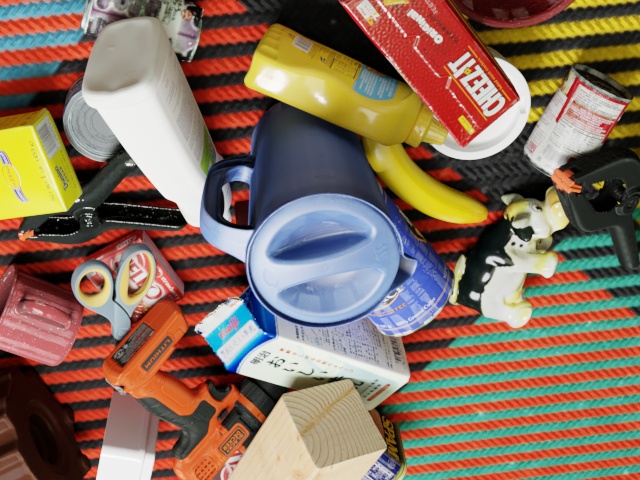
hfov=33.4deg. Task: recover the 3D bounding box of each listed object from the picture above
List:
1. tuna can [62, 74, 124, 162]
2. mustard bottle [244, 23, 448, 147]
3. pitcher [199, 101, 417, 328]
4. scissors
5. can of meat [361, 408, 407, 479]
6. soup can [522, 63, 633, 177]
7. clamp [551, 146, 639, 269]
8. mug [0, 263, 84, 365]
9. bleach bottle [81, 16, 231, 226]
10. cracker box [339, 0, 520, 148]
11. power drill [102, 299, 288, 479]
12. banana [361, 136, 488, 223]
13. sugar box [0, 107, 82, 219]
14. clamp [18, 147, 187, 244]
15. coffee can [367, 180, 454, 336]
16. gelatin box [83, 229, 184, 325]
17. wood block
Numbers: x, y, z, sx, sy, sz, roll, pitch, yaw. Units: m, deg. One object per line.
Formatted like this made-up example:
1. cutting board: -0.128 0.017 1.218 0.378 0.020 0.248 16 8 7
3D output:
1. tuna can: -0.206 -0.120 1.035 0.086 0.034 0.086 -3 121 -5
2. mustard bottle: 0.029 -0.135 0.991 0.191 0.096 0.058 24 116 -2
3. pitcher: -0.017 -0.042 0.981 0.145 0.243 0.149 -30 119 11
4. scissors: -0.226 0.088 1.118 0.096 0.016 0.202 1 123 -34
5. can of meat: 0.048 0.231 1.237 0.057 0.102 0.084 -41 115 18
6. soup can: 0.256 -0.116 1.069 0.068 0.068 0.102 19 117 -17
7. clamp: 0.307 -0.038 1.098 0.209 0.036 0.165 1 123 -37
8. mug: -0.294 0.079 1.105 0.081 0.093 0.117 24 158 -25
9. bleach bottle: -0.137 -0.086 1.002 0.068 0.102 0.250 -6 143 14
10. cracker box: 0.073 -0.194 0.916 0.072 0.214 0.164 -39 117 10
11. power drill: -0.127 0.151 1.149 0.184 0.057 0.187 -49 120 -15
12. banana: 0.097 -0.074 1.095 0.070 0.037 0.197 -33 119 14
13. sugar box: -0.326 -0.065 1.018 0.176 0.048 0.093 -8 118 16
14. clamp: -0.228 -0.039 1.063 0.171 0.039 0.120 -11 135 6
15. coffee can: 0.059 0.017 1.107 0.103 0.103 0.140 -35 119 14
16. gelatin box: -0.198 0.039 1.134 0.073 0.030 0.089 -27 121 9
17. wood block: -0.024 0.249 1.155 0.090 0.090 0.206 -8 145 -33
